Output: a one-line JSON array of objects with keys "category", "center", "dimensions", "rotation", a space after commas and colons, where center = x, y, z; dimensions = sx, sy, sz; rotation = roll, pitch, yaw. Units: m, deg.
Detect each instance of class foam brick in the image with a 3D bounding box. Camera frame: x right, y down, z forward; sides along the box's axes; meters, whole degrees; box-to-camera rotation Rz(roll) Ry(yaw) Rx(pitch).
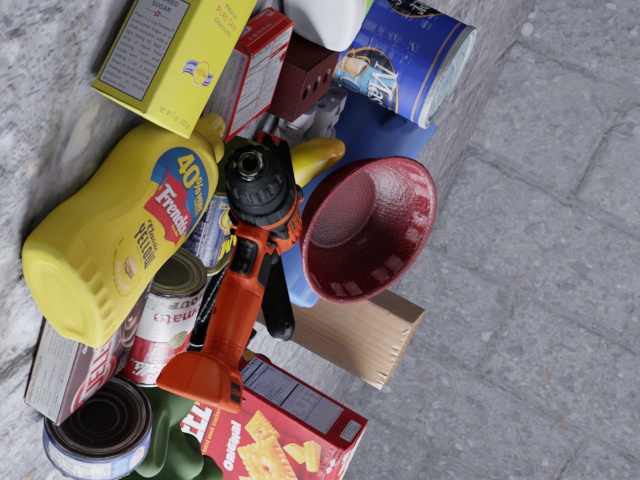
[{"category": "foam brick", "center": [-0.024, -0.146, 0.920], "dimensions": [0.078, 0.051, 0.053], "rotation": [-48, 163, -53]}]

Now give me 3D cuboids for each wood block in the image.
[{"category": "wood block", "center": [0.006, 0.077, 1.238], "dimensions": [0.091, 0.206, 0.090], "rotation": [-64, 170, 12]}]

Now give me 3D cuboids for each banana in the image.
[{"category": "banana", "center": [-0.040, -0.044, 1.042], "dimensions": [0.198, 0.037, 0.069], "rotation": [-48, -138, 32]}]

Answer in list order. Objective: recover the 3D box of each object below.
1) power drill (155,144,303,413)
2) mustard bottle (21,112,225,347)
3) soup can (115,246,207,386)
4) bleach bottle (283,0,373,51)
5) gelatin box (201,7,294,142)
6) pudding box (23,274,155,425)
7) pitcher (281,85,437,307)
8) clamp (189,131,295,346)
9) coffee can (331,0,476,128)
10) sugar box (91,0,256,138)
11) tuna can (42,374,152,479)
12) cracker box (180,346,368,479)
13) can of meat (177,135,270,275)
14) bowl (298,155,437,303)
[{"category": "power drill", "center": [-0.063, 0.032, 0.807], "dimensions": [0.184, 0.057, 0.187], "rotation": [69, 40, -75]}, {"category": "mustard bottle", "center": [-0.121, -0.024, 0.728], "dimensions": [0.191, 0.058, 0.096], "rotation": [-56, 150, -37]}, {"category": "soup can", "center": [-0.135, 0.060, 0.871], "dimensions": [0.068, 0.068, 0.102], "rotation": [-48, 163, -53]}, {"category": "bleach bottle", "center": [0.054, -0.286, 0.911], "dimensions": [0.250, 0.068, 0.102], "rotation": [-61, 171, -21]}, {"category": "gelatin box", "center": [-0.059, -0.132, 0.845], "dimensions": [0.073, 0.030, 0.089], "rotation": [-48, 163, -49]}, {"category": "pudding box", "center": [-0.171, 0.070, 0.795], "dimensions": [0.089, 0.039, 0.114], "rotation": [-46, 161, -54]}, {"category": "pitcher", "center": [0.005, -0.057, 1.143], "dimensions": [0.243, 0.145, 0.149], "rotation": [-58, 155, 0]}, {"category": "clamp", "center": [-0.056, 0.001, 0.979], "dimensions": [0.165, 0.036, 0.210], "rotation": [1, -105, 55]}, {"category": "coffee can", "center": [0.059, -0.181, 0.992], "dimensions": [0.102, 0.140, 0.103], "rotation": [-59, 170, -17]}, {"category": "sugar box", "center": [-0.071, -0.156, 0.665], "dimensions": [0.176, 0.048, 0.093], "rotation": [-61, 170, 2]}, {"category": "tuna can", "center": [-0.176, 0.147, 0.846], "dimensions": [0.086, 0.086, 0.034], "rotation": [-53, 165, -43]}, {"category": "cracker box", "center": [-0.073, 0.224, 1.220], "dimensions": [0.072, 0.214, 0.164], "rotation": [-45, 161, -54]}, {"category": "can of meat", "center": [-0.086, -0.033, 0.903], "dimensions": [0.102, 0.057, 0.084], "rotation": [-48, 161, -54]}, {"category": "bowl", "center": [0.035, -0.020, 1.041], "dimensions": [0.161, 0.055, 0.162], "rotation": [-22, 131, -28]}]
